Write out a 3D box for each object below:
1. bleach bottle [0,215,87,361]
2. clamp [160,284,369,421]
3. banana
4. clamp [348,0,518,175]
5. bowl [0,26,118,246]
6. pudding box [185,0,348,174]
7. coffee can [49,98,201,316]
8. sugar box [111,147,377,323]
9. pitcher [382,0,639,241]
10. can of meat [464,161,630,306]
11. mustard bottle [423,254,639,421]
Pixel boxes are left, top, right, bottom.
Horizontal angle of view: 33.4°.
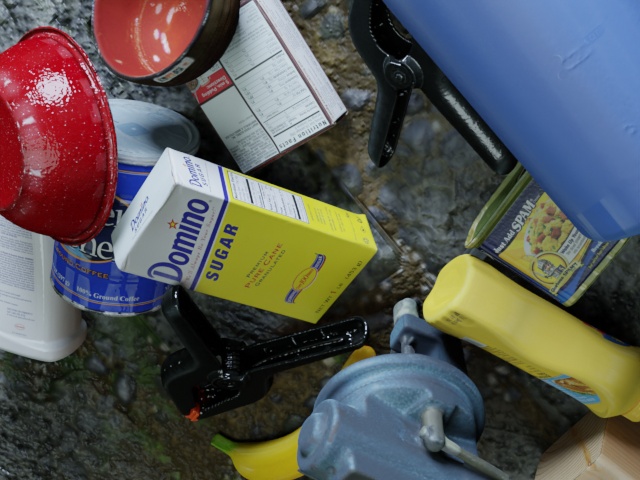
[{"bbox_3d":[-0.245,-0.027,0.896,0.103,0.068,0.251,14,116,14],"label":"bleach bottle"},{"bbox_3d":[-0.063,0.099,0.869,0.164,0.036,0.210,9,148,-15],"label":"clamp"},{"bbox_3d":[-0.013,0.161,0.909,0.198,0.037,0.069,-35,98,30],"label":"banana"},{"bbox_3d":[0.057,-0.115,0.730,0.120,0.039,0.171,-7,119,40],"label":"clamp"},{"bbox_3d":[-0.212,-0.070,0.766,0.162,0.055,0.162,16,112,44],"label":"bowl"},{"bbox_3d":[-0.047,-0.117,0.792,0.090,0.039,0.113,-26,104,28],"label":"pudding box"},{"bbox_3d":[-0.155,-0.026,0.837,0.103,0.102,0.140,20,119,11],"label":"coffee can"},{"bbox_3d":[-0.055,0.001,0.792,0.176,0.048,0.093,15,128,-32],"label":"sugar box"},{"bbox_3d":[0.135,-0.127,0.601,0.243,0.144,0.149,50,146,-11],"label":"pitcher"},{"bbox_3d":[0.163,-0.016,0.731,0.084,0.057,0.102,33,121,-1],"label":"can of meat"},{"bbox_3d":[0.171,0.078,0.767,0.191,0.096,0.058,29,82,-4],"label":"mustard bottle"}]
